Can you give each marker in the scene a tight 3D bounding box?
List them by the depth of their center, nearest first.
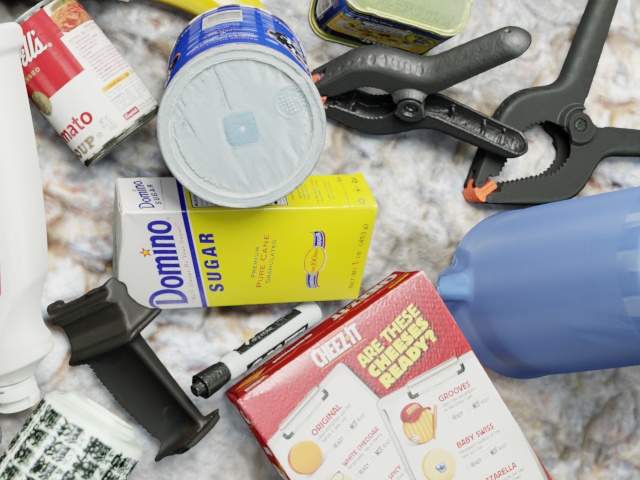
[{"bbox_3d":[-0.045,0.077,0.758,0.120,0.020,0.020,-32,97,-39],"label":"marker"}]

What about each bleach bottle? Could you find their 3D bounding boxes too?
[{"bbox_3d":[-0.219,-0.008,0.697,0.103,0.068,0.251,-7,105,12],"label":"bleach bottle"}]

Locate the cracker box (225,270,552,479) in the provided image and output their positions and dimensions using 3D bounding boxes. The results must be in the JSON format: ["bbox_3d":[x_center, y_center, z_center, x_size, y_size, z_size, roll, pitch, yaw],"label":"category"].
[{"bbox_3d":[0.056,0.154,0.782,0.164,0.072,0.213,-34,96,-13],"label":"cracker box"}]

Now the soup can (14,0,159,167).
[{"bbox_3d":[-0.166,-0.110,0.731,0.068,0.069,0.102,-39,99,-12],"label":"soup can"}]

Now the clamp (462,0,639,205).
[{"bbox_3d":[0.207,-0.085,0.843,0.210,0.036,0.164,-42,98,-10],"label":"clamp"}]

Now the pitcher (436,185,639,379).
[{"bbox_3d":[0.206,0.028,0.735,0.149,0.243,0.145,-43,98,-19],"label":"pitcher"}]

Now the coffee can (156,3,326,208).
[{"bbox_3d":[-0.053,-0.093,0.707,0.102,0.140,0.103,-2,113,-5],"label":"coffee can"}]

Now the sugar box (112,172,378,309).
[{"bbox_3d":[-0.055,0.001,0.746,0.176,0.048,0.093,-4,132,-16],"label":"sugar box"}]

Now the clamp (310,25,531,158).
[{"bbox_3d":[0.073,-0.113,0.768,0.171,0.120,0.039,7,48,4],"label":"clamp"}]

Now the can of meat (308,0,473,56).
[{"bbox_3d":[0.051,-0.174,0.781,0.102,0.084,0.057,13,85,-14],"label":"can of meat"}]
